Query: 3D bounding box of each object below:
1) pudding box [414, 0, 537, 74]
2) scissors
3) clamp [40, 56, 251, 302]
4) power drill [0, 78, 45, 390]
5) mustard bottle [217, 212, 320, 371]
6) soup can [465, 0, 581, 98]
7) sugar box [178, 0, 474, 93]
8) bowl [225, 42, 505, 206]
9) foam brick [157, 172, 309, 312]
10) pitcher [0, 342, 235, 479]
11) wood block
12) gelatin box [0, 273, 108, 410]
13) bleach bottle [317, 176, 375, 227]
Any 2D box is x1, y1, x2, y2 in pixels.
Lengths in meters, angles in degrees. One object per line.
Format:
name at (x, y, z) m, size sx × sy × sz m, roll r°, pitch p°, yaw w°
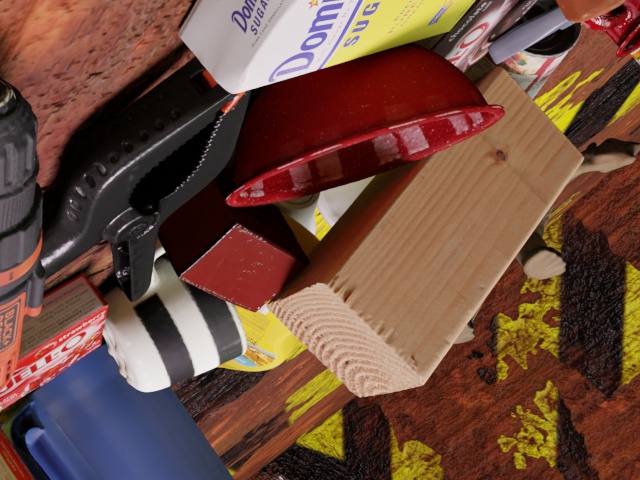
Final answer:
pudding box at (0.077, -0.128, 0.663) m, size 0.089 × 0.039 × 0.114 m, roll -25°, pitch 162°, yaw -50°
scissors at (0.140, -0.130, 0.601) m, size 0.096 × 0.016 × 0.201 m, roll -29°, pitch -178°, yaw 10°
clamp at (-0.099, -0.017, 0.544) m, size 0.210 × 0.036 × 0.164 m, roll -43°, pitch 165°, yaw 25°
power drill at (-0.187, 0.032, 0.393) m, size 0.187 × 0.057 × 0.185 m, roll -28°, pitch 153°, yaw -36°
mustard bottle at (-0.056, 0.050, 0.795) m, size 0.058 × 0.096 × 0.192 m, roll -55°, pitch 180°, yaw -34°
soup can at (0.130, -0.130, 0.750) m, size 0.068 × 0.068 × 0.102 m, roll -33°, pitch 168°, yaw -26°
sugar box at (0.026, -0.126, 0.493) m, size 0.175 × 0.048 × 0.093 m, roll -29°, pitch 165°, yaw -45°
bowl at (0.017, -0.069, 0.592) m, size 0.162 × 0.055 × 0.162 m, roll -18°, pitch 176°, yaw -2°
foam brick at (-0.054, 0.001, 0.654) m, size 0.051 × 0.053 × 0.078 m, roll -42°, pitch 143°, yaw 14°
pitcher at (-0.128, 0.203, 0.796) m, size 0.149 × 0.243 × 0.145 m, roll -34°, pitch 166°, yaw -26°
wood block at (0.072, -0.006, 0.702) m, size 0.205 × 0.091 × 0.090 m, roll -49°, pitch -169°, yaw -27°
gelatin box at (-0.175, 0.065, 0.652) m, size 0.089 × 0.030 × 0.073 m, roll -34°, pitch 168°, yaw -26°
bleach bottle at (0.048, -0.026, 0.926) m, size 0.102 × 0.068 × 0.251 m, roll -35°, pitch 171°, yaw -4°
